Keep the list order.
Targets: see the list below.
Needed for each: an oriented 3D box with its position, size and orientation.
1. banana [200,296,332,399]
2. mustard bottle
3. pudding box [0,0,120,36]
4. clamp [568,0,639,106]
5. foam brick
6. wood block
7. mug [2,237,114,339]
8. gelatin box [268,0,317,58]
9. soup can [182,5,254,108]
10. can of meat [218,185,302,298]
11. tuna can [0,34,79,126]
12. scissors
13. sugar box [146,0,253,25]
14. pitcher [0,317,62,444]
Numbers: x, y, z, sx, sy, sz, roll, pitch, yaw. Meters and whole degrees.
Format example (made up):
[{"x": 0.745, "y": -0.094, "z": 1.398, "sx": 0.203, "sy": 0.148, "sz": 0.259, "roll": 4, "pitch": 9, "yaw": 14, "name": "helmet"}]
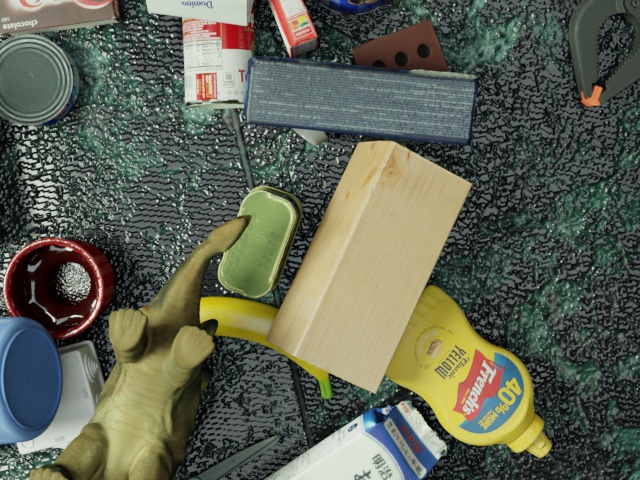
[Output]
[{"x": -0.071, "y": 0.091, "z": 1.027, "sx": 0.198, "sy": 0.037, "sz": 0.069, "roll": 21, "pitch": 93, "yaw": 0, "name": "banana"}, {"x": 0.143, "y": 0.137, "z": 1.013, "sx": 0.191, "sy": 0.058, "sz": 0.096, "roll": 42, "pitch": 82, "yaw": -2, "name": "mustard bottle"}, {"x": -0.251, "y": -0.245, "z": 1.010, "sx": 0.113, "sy": 0.039, "sz": 0.090, "roll": -8, "pitch": 93, "yaw": 2, "name": "pudding box"}, {"x": 0.302, "y": -0.223, "z": 0.998, "sx": 0.164, "sy": 0.036, "sz": 0.210, "roll": 15, "pitch": 96, "yaw": 1, "name": "clamp"}, {"x": 0.075, "y": -0.167, "z": 1.000, "sx": 0.078, "sy": 0.051, "sz": 0.053, "roll": -21, "pitch": 93, "yaw": 2, "name": "foam brick"}, {"x": 0.042, "y": 0.021, "z": 0.971, "sx": 0.090, "sy": 0.090, "sz": 0.206, "roll": 26, "pitch": 86, "yaw": -19, "name": "wood block"}, {"x": -0.249, "y": 0.051, "z": 1.007, "sx": 0.093, "sy": 0.081, "sz": 0.117, "roll": 39, "pitch": 93, "yaw": -1, "name": "mug"}, {"x": -0.028, "y": -0.211, "z": 0.981, "sx": 0.030, "sy": 0.089, "sz": 0.073, "roll": -22, "pitch": 93, "yaw": 1, "name": "gelatin box"}, {"x": -0.095, "y": -0.176, "z": 0.996, "sx": 0.068, "sy": 0.068, "sz": 0.102, "roll": -1, "pitch": 94, "yaw": 1, "name": "soup can"}, {"x": -0.056, "y": 0.001, "z": 0.998, "sx": 0.057, "sy": 0.084, "sz": 0.102, "roll": 19, "pitch": 93, "yaw": 0, "name": "can of meat"}, {"x": -0.275, "y": -0.152, "z": 1.019, "sx": 0.086, "sy": 0.034, "sz": 0.086, "roll": 0, "pitch": 93, "yaw": 2, "name": "tuna can"}, {"x": -0.125, "y": 0.261, "z": 1.049, "sx": 0.202, "sy": 0.016, "sz": 0.096, "roll": -15, "pitch": 94, "yaw": 2, "name": "scissors"}, {"x": -0.095, "y": -0.280, "z": 0.961, "sx": 0.093, "sy": 0.048, "sz": 0.176, "roll": 8, "pitch": 61, "yaw": 1, "name": "sugar box"}, {"x": -0.357, "y": 0.138, "z": 0.965, "sx": 0.243, "sy": 0.149, "sz": 0.145, "roll": -6, "pitch": 86, "yaw": 19, "name": "pitcher"}]
